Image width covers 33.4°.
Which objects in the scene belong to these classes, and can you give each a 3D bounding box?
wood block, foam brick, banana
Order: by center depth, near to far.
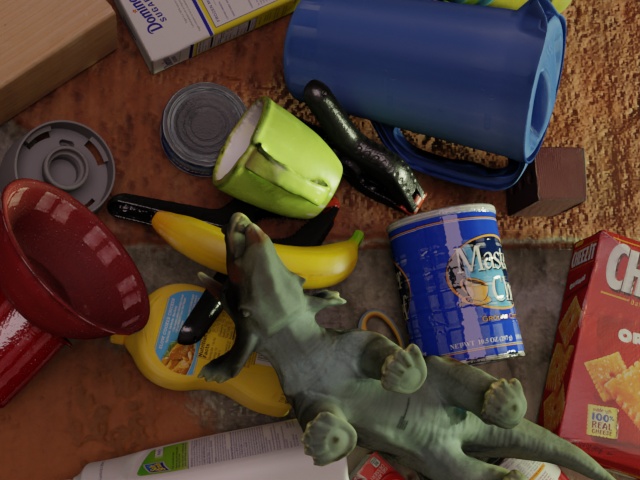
[{"bbox_3d":[-0.048,0.011,0.931,0.197,0.070,0.037,7,120,-20],"label":"banana"},{"bbox_3d":[-0.293,-0.167,0.960,0.206,0.090,0.091,-38,87,-15],"label":"wood block"},{"bbox_3d":[0.217,-0.055,1.034,0.051,0.078,0.053,1,78,-12],"label":"foam brick"}]

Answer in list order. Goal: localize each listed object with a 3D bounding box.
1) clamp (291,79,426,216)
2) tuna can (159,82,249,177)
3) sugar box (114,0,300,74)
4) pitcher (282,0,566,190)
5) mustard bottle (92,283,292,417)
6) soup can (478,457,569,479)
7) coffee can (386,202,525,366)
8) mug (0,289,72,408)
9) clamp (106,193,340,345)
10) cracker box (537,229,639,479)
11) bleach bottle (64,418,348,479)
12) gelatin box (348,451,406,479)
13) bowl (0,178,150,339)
[{"bbox_3d":[0.023,-0.083,1.006,0.171,0.120,0.039,43,74,-21],"label":"clamp"},{"bbox_3d":[-0.109,-0.105,1.008,0.086,0.034,0.086,2,78,-10],"label":"tuna can"},{"bbox_3d":[-0.105,-0.240,1.032,0.176,0.048,0.093,-26,84,-10],"label":"sugar box"},{"bbox_3d":[0.093,-0.149,0.978,0.243,0.145,0.149,14,79,20],"label":"pitcher"},{"bbox_3d":[-0.109,0.090,0.954,0.191,0.058,0.096,15,63,-6],"label":"mustard bottle"},{"bbox_3d":[0.194,0.231,0.975,0.068,0.068,0.102,-40,87,-15],"label":"soup can"},{"bbox_3d":[0.123,0.046,0.983,0.102,0.103,0.140,-8,80,-12],"label":"coffee can"},{"bbox_3d":[-0.282,0.082,0.917,0.117,0.093,0.081,36,77,31],"label":"mug"},{"bbox_3d":[-0.071,0.008,0.968,0.209,0.036,0.165,-12,58,-23],"label":"clamp"},{"bbox_3d":[0.308,0.117,1.017,0.164,0.072,0.213,18,75,-7],"label":"cracker box"},{"bbox_3d":[-0.105,0.203,0.921,0.250,0.102,0.068,-7,99,-5],"label":"bleach bottle"},{"bbox_3d":[0.046,0.247,0.964,0.073,0.030,0.089,43,75,1],"label":"gelatin box"},{"bbox_3d":[-0.218,0.027,0.886,0.055,0.162,0.162,-39,87,15],"label":"bowl"}]
